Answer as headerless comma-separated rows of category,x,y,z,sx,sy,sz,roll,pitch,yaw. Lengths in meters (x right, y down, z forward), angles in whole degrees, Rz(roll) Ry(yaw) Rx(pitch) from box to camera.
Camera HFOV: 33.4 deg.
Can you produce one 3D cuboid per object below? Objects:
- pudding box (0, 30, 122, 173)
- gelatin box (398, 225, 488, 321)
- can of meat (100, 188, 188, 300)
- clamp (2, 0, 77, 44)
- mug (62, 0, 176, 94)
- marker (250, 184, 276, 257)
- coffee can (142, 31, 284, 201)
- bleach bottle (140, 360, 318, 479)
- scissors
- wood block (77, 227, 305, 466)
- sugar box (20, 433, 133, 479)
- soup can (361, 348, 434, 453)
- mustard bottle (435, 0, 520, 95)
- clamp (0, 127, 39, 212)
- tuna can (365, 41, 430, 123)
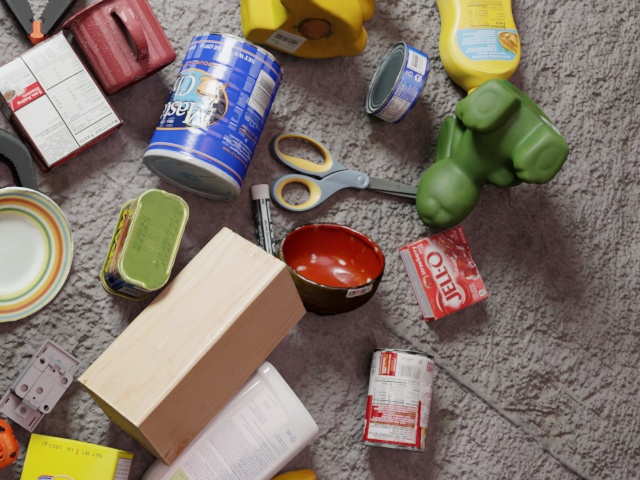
pudding box,-0.265,-0.137,1.059,0.090,0.039,0.113,-35,97,-22
gelatin box,0.137,0.037,1.190,0.073,0.030,0.089,-21,90,-22
can of meat,-0.172,0.004,1.049,0.057,0.084,0.102,20,76,-17
clamp,-0.272,-0.304,1.076,0.164,0.036,0.210,-5,86,-12
mug,-0.193,-0.199,1.056,0.093,0.117,0.081,-32,99,-19
marker,-0.057,0.001,1.127,0.020,0.020,0.121,-5,84,-21
coffee can,-0.107,-0.125,1.082,0.102,0.103,0.140,24,75,-16
bleach bottle,-0.125,0.232,1.046,0.250,0.068,0.102,-38,92,-18
scissors,0.029,-0.051,1.170,0.201,0.016,0.096,27,75,-15
wood block,-0.120,0.100,1.035,0.090,0.091,0.206,30,67,31
sugar box,-0.240,0.274,0.984,0.093,0.048,0.176,7,75,15
soup can,0.083,0.169,1.130,0.068,0.069,0.102,11,78,-19
mustard bottle,0.183,-0.235,1.231,0.096,0.058,0.191,-4,83,-23
clamp,-0.332,-0.098,1.028,0.171,0.039,0.120,39,75,-18
tuna can,0.085,-0.172,1.170,0.033,0.086,0.086,23,75,-18
